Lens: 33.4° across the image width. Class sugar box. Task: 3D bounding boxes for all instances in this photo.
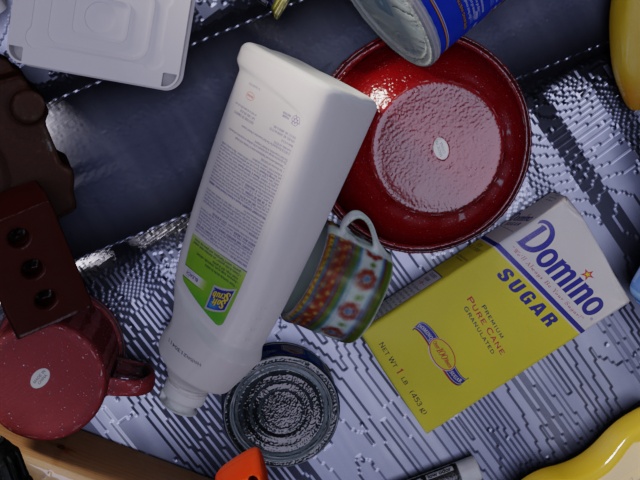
[{"bbox_3d":[0.123,0.051,0.767,0.176,0.048,0.093,-33,101,2],"label":"sugar box"}]

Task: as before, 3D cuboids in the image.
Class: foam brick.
[{"bbox_3d":[-0.184,0.010,0.670,0.053,0.051,0.078,-25,115,-15],"label":"foam brick"}]

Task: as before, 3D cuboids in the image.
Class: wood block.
[{"bbox_3d":[-0.146,0.199,0.742,0.206,0.091,0.090,23,95,-8],"label":"wood block"}]

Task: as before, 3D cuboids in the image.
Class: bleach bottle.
[{"bbox_3d":[-0.055,0.001,0.726,0.067,0.103,0.251,10,109,-48],"label":"bleach bottle"}]

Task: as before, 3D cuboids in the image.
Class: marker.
[{"bbox_3d":[0.061,0.189,0.796,0.121,0.020,0.020,-19,100,-2],"label":"marker"}]

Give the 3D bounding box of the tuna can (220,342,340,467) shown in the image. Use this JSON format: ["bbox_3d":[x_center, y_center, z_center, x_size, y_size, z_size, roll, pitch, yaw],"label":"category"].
[{"bbox_3d":[-0.029,0.119,0.769,0.086,0.034,0.086,-1,99,-5],"label":"tuna can"}]

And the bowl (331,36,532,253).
[{"bbox_3d":[0.075,-0.066,0.739,0.162,0.055,0.162,-1,99,-6],"label":"bowl"}]

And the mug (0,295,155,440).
[{"bbox_3d":[-0.171,0.088,0.726,0.117,0.081,0.093,13,97,-7],"label":"mug"}]

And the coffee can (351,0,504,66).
[{"bbox_3d":[0.090,-0.196,0.686,0.140,0.103,0.103,-41,101,-6],"label":"coffee can"}]
